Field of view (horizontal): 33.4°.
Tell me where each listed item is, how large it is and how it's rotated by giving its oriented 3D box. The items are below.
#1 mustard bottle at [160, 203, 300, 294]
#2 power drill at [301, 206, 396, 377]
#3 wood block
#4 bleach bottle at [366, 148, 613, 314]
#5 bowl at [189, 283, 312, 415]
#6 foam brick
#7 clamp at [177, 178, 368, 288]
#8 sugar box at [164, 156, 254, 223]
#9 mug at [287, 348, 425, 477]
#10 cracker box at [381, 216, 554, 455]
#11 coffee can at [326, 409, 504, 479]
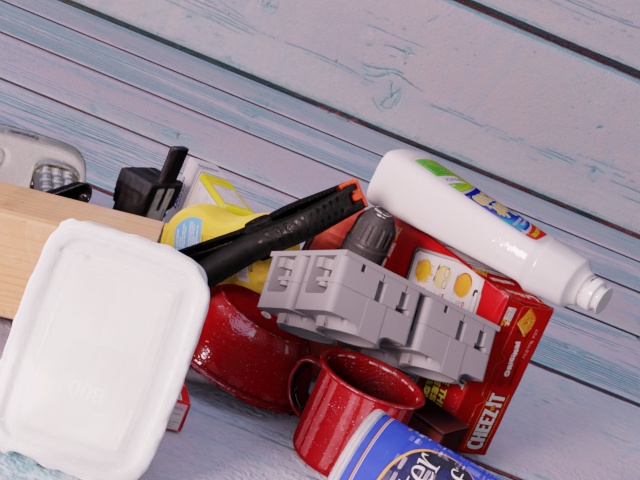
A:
[{"bbox_3d":[-0.110,0.011,1.117,0.192,0.096,0.058,10,20,36],"label":"mustard bottle"},{"bbox_3d":[0.019,0.023,1.078,0.057,0.185,0.187,24,20,-9],"label":"power drill"},{"bbox_3d":[-0.243,0.011,0.887,0.206,0.091,0.090,14,14,-6],"label":"wood block"},{"bbox_3d":[0.167,-0.005,1.019,0.251,0.068,0.102,33,16,31],"label":"bleach bottle"},{"bbox_3d":[-0.064,0.087,0.961,0.162,0.055,0.162,32,12,-8],"label":"bowl"},{"bbox_3d":[0.081,0.169,0.944,0.078,0.051,0.052,32,16,32],"label":"foam brick"},{"bbox_3d":[-0.056,0.001,0.972,0.164,0.210,0.036,-95,162,-78],"label":"clamp"},{"bbox_3d":[-0.133,-0.027,1.252,0.048,0.093,0.176,18,15,-23],"label":"sugar box"},{"bbox_3d":[0.019,0.141,0.883,0.117,0.081,0.093,30,16,27],"label":"mug"},{"bbox_3d":[0.118,0.088,1.068,0.072,0.164,0.214,14,16,-32],"label":"cracker box"},{"bbox_3d":[0.076,0.194,0.733,0.140,0.103,0.102,27,15,16],"label":"coffee can"}]
